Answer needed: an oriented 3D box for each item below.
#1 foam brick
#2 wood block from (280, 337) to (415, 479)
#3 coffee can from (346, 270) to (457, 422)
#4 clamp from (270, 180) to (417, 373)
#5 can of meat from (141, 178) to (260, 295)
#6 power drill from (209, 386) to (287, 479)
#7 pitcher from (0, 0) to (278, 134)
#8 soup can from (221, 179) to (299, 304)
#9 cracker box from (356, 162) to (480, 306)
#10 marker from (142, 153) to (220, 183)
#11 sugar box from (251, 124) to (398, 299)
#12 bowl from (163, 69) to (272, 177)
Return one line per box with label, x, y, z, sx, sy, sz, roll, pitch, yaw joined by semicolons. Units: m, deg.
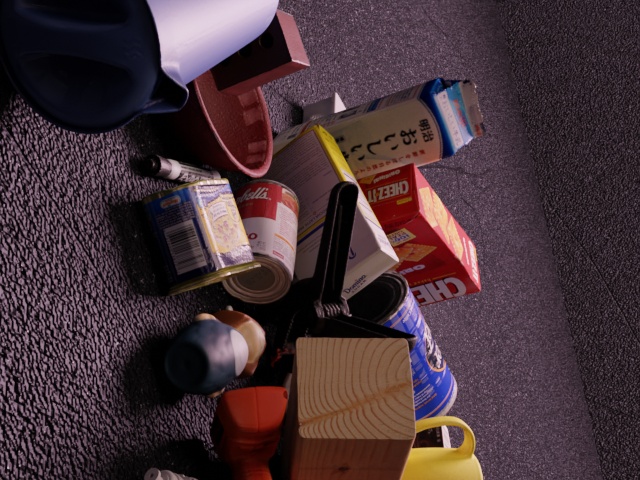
foam brick;-0.059;-0.169;0.959;0.051;0.078;0.053;-12;83;-70
wood block;0.017;0.173;0.893;0.206;0.090;0.090;99;-9;-53
coffee can;0.068;0.116;1.097;0.102;0.103;0.140;-77;145;-55
clamp;0.005;0.055;0.966;0.036;0.210;0.164;-3;67;-31
can of meat;-0.101;-0.005;0.905;0.084;0.057;0.102;71;19;2
power drill;-0.042;0.207;0.786;0.185;0.057;0.187;113;-27;-59
pitcher;-0.133;-0.184;0.815;0.242;0.145;0.149;-46;123;-59
soup can;-0.057;0.001;1.008;0.102;0.069;0.068;-86;152;-45
cracker box;0.071;0.011;1.208;0.213;0.164;0.072;46;34;-52
marker;-0.123;-0.060;0.949;0.121;0.020;0.020;9;66;-69
sugar box;0.001;-0.024;1.075;0.048;0.093;0.176;31;28;-53
bowl;-0.105;-0.128;1.002;0.162;0.055;0.162;-17;90;-71
